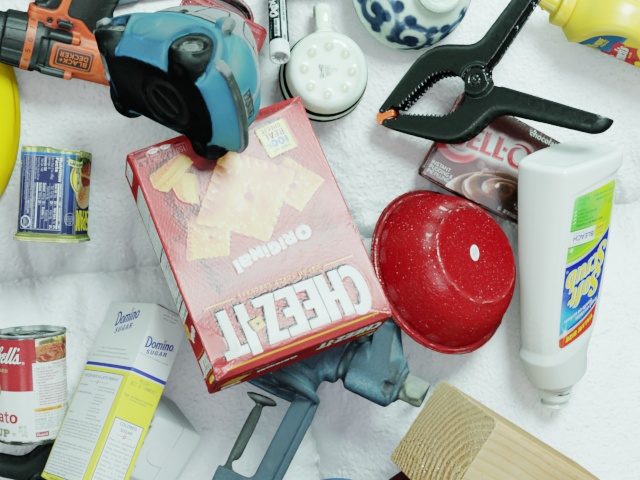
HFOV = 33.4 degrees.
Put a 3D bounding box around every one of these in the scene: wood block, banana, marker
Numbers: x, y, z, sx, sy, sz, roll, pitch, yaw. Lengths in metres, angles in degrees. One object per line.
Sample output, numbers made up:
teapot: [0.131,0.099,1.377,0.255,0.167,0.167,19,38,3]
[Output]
wood block: [0.177,0.221,0.977,0.205,0.091,0.090,33,91,-31]
banana: [-0.313,-0.121,0.999,0.070,0.037,0.198,-9,93,15]
marker: [-0.040,-0.214,0.986,0.020,0.020,0.121,-1,58,-4]

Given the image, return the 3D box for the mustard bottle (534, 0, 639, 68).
mustard bottle: [0.291,-0.195,0.997,0.191,0.096,0.058,21,93,-5]

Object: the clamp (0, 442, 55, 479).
clamp: [-0.267,0.242,1.021,0.171,0.039,0.120,-9,104,-2]

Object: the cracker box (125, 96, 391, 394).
cracker box: [-0.056,0.001,0.922,0.164,0.072,0.214,-20,77,-15]

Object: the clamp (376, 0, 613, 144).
clamp: [0.154,-0.138,0.978,0.210,0.036,0.164,-27,76,18]

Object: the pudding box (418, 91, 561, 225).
pudding box: [0.163,-0.078,1.026,0.113,0.039,0.090,28,90,-5]

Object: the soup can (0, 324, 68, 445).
soup can: [-0.270,0.134,0.999,0.068,0.068,0.102,-1,94,-3]

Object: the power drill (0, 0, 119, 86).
power drill: [-0.231,-0.237,0.947,0.184,0.057,0.188,11,115,-22]

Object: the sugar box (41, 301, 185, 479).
sugar box: [-0.186,0.143,0.966,0.048,0.094,0.176,33,70,-33]

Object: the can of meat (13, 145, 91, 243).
can of meat: [-0.242,-0.041,0.974,0.057,0.102,0.084,3,91,-3]

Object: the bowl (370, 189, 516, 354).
bowl: [0.126,0.021,0.980,0.161,0.055,0.162,13,65,-30]

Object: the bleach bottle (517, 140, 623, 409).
bleach bottle: [0.230,0.039,1.007,0.102,0.068,0.251,-20,117,-38]
